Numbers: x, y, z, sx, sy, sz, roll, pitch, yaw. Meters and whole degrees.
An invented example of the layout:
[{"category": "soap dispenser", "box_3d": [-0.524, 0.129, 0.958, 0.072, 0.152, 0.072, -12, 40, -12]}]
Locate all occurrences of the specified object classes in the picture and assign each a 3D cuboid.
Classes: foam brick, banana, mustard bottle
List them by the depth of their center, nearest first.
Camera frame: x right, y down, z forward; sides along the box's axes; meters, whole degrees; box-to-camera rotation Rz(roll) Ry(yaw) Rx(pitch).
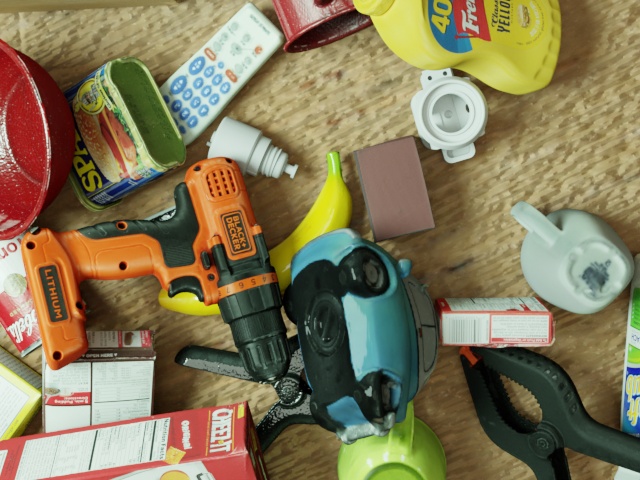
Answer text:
[{"category": "mustard bottle", "box_3d": [0.096, -0.174, 0.803, 0.191, 0.058, 0.096, 8, 81, -33]}, {"category": "foam brick", "box_3d": [0.059, -0.043, 0.868, 0.051, 0.053, 0.078, -13, 94, 4]}, {"category": "banana", "box_3d": [-0.042, 0.013, 0.889, 0.198, 0.037, 0.070, -39, 73, 4]}]

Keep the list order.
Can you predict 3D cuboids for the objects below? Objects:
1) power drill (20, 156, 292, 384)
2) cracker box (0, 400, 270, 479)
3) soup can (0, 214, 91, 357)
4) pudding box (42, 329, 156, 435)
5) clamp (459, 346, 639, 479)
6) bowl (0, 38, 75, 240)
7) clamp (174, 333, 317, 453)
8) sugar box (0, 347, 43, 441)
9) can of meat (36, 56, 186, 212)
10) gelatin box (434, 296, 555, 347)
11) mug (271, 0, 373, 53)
[{"category": "power drill", "box_3d": [-0.125, 0.040, 0.822, 0.187, 0.057, 0.184, -14, 81, -18]}, {"category": "cracker box", "box_3d": [-0.146, 0.223, 0.866, 0.213, 0.072, 0.164, -10, 123, 3]}, {"category": "soup can", "box_3d": [-0.246, 0.036, 0.884, 0.068, 0.068, 0.102, -34, 92, 5]}, {"category": "pudding box", "box_3d": [-0.181, 0.126, 0.870, 0.090, 0.039, 0.114, 0, 127, -14]}, {"category": "clamp", "box_3d": [0.196, 0.155, 0.853, 0.210, 0.036, 0.165, 55, 130, 13]}, {"category": "bowl", "box_3d": [-0.241, -0.083, 0.831, 0.162, 0.055, 0.162, 10, 107, 37]}, {"category": "clamp", "box_3d": [-0.035, 0.116, 0.894, 0.171, 0.039, 0.120, -29, 101, 3]}, {"category": "sugar box", "box_3d": [-0.326, 0.111, 0.906, 0.176, 0.048, 0.093, 37, 94, 3]}, {"category": "can of meat", "box_3d": [-0.165, -0.086, 0.858, 0.084, 0.057, 0.102, -24, 94, 32]}, {"category": "gelatin box", "box_3d": [0.139, 0.066, 0.864, 0.089, 0.073, 0.030, 0, 96, 2]}, {"category": "mug", "box_3d": [-0.003, -0.203, 0.828, 0.093, 0.117, 0.081, -23, 89, 11]}]
